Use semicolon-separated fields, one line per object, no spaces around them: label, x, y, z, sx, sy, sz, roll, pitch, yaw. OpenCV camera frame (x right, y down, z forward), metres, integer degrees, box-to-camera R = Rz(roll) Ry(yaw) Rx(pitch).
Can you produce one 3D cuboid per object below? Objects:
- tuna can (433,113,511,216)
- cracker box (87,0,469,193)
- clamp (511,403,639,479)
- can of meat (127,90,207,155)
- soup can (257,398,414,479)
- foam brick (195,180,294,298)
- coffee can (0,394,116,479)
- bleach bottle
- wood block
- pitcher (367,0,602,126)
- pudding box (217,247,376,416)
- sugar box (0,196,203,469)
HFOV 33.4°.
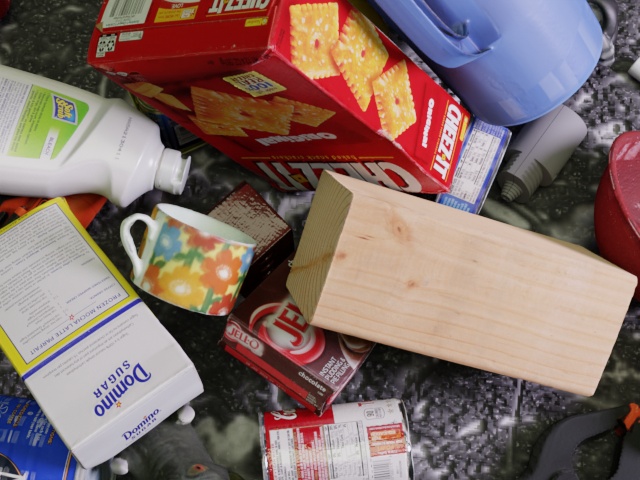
tuna can;0.111;-0.049;0.796;0.034;0.086;0.086;23;74;5
cracker box;-0.024;-0.100;0.719;0.164;0.213;0.072;4;71;38
clamp;0.176;0.190;0.748;0.171;0.039;0.120;-37;78;-11
can of meat;-0.122;-0.127;0.821;0.057;0.084;0.102;-24;75;-7
soup can;0.010;0.148;0.746;0.102;0.068;0.068;-6;73;-2
foam brick;-0.055;0.001;0.786;0.053;0.078;0.051;-43;78;-10
coffee can;-0.218;0.156;0.725;0.140;0.103;0.103;7;73;2
bleach bottle;-0.220;-0.071;0.762;0.251;0.068;0.102;15;74;-2
wood block;0.093;0.029;0.726;0.206;0.091;0.090;15;101;-15
pitcher;0.082;-0.182;0.698;0.149;0.145;0.242;-49;122;-5
pudding box;-0.006;0.060;0.760;0.090;0.039;0.113;34;39;9
sugar box;-0.164;0.057;0.708;0.093;0.048;0.176;-34;62;-15
